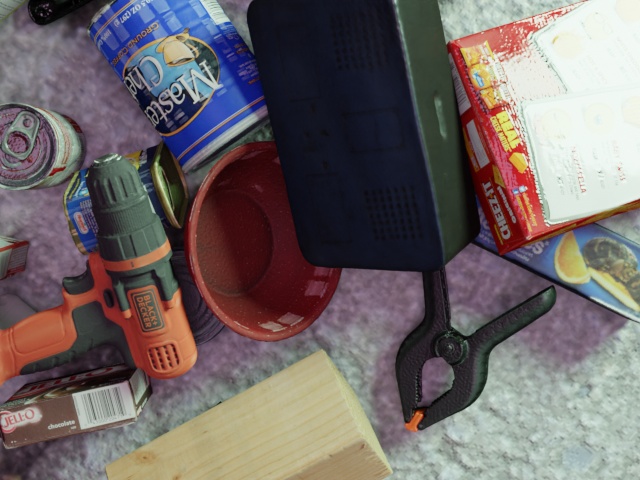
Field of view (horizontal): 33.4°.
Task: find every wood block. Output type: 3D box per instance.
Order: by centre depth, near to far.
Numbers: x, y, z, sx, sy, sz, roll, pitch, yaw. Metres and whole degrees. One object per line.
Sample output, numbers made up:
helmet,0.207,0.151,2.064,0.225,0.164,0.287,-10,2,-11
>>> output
wood block,-0.058,0.190,0.878,0.206,0.090,0.090,-29,52,2

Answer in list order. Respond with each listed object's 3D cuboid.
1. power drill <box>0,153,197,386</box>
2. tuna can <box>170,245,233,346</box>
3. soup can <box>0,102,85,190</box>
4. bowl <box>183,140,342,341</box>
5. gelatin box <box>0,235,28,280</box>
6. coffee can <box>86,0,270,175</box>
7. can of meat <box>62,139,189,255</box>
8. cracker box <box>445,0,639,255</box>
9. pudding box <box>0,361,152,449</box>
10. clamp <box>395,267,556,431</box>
power drill,-0.202,0.037,0.816,0.187,0.057,0.184,-13,109,3
tuna can,-0.116,0.048,0.913,0.086,0.034,0.086,0,94,1
soup can,-0.235,-0.076,0.871,0.068,0.102,0.068,0,94,1
bowl,-0.056,0.001,0.875,0.161,0.055,0.162,2,87,-41
gelatin box,-0.291,0.011,0.885,0.073,0.089,0.030,11,95,0
coffee can,-0.107,-0.139,0.864,0.103,0.103,0.140,-35,93,3
can of meat,-0.159,-0.036,0.873,0.084,0.102,0.057,-18,111,4
cracker box,0.214,-0.100,0.843,0.213,0.072,0.164,-19,82,-14
pudding box,-0.203,0.135,0.893,0.113,0.090,0.039,-11,97,0
clamp,0.122,0.087,0.900,0.120,0.039,0.171,19,103,22
